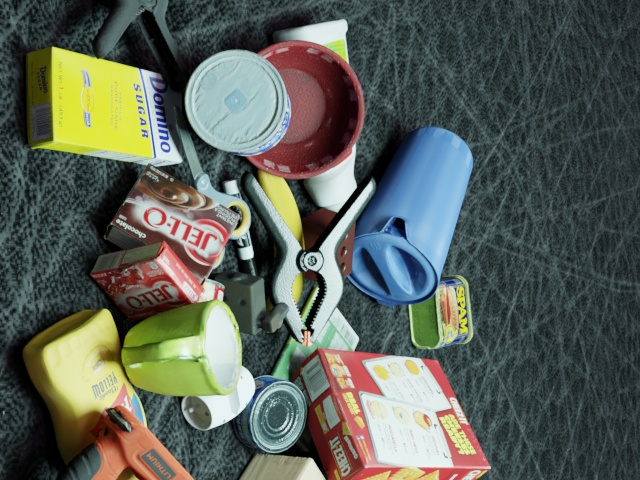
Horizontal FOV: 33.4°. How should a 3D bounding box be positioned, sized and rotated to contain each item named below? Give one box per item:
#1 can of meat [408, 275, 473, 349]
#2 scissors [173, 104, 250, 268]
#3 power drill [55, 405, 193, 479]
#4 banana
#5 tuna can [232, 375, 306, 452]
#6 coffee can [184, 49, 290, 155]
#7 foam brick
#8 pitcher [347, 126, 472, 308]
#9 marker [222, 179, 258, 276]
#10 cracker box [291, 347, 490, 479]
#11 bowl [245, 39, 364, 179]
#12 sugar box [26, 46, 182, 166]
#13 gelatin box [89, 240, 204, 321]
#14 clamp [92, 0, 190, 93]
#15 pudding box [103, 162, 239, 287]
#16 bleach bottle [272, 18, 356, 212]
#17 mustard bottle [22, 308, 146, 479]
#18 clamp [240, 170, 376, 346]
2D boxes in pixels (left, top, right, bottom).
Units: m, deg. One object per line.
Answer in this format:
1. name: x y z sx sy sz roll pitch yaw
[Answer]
1. can of meat: 0.172 0.105 1.546 0.083 0.058 0.102 -5 90 -50
2. scissors: -0.116 -0.064 1.158 0.096 0.016 0.202 -29 128 -42
3. power drill: -0.207 0.257 0.967 0.187 0.057 0.184 -43 125 -17
4. banana: -0.047 0.007 1.278 0.069 0.037 0.198 8 80 -53
5. tuna can: -0.057 0.200 1.229 0.085 0.034 0.086 -4 96 -40
6. coffee can: -0.085 -0.143 1.137 0.140 0.103 0.103 -78 162 -87
7. foam brick: 0.008 0.007 1.321 0.052 0.051 0.078 -31 132 -50
8. pitcher: 0.125 -0.034 1.453 0.145 0.149 0.242 45 47 -22
9. marker: -0.092 -0.011 1.235 0.020 0.020 0.121 -24 106 -52
10. cracker box: 0.083 0.222 1.290 0.213 0.072 0.164 11 43 -41
11. bowl: -0.032 -0.156 1.260 0.162 0.055 0.162 -2 103 -11
12. sugar box: -0.211 -0.130 1.067 0.175 0.048 0.093 3 83 -52
13. gelatin box: -0.172 0.042 1.062 0.073 0.089 0.030 56 37 -34
14. clamp: -0.180 -0.232 1.094 0.120 0.039 0.171 34 47 -48
15. pudding box: -0.151 -0.013 1.093 0.113 0.039 0.090 29 52 -5
16. bleach bottle: 0.007 -0.146 1.348 0.102 0.068 0.251 -25 108 -50
17. mustard bottle: -0.213 0.169 1.021 0.096 0.058 0.191 -38 116 -54
18. clamp: -0.007 0.017 1.250 0.164 0.036 0.210 -6 96 -17
